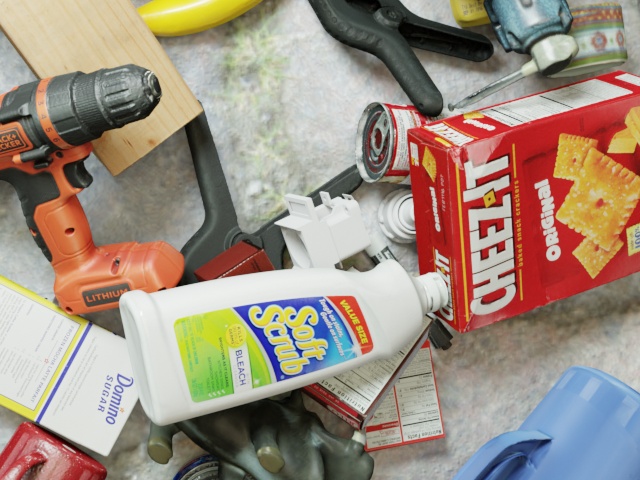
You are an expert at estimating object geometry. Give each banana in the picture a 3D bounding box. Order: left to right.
[{"bbox_3d":[-0.073,-0.227,0.912,0.197,0.037,0.070,-44,71,-10],"label":"banana"}]

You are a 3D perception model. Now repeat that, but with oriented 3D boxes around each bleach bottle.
[{"bbox_3d":[-0.019,0.060,0.816,0.250,0.068,0.102,-14,102,-20],"label":"bleach bottle"}]

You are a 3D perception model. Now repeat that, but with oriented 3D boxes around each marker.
[{"bbox_3d":[0.077,0.046,0.934,0.020,0.020,0.121,-37,94,-9],"label":"marker"}]

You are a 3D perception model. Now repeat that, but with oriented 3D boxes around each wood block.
[{"bbox_3d":[-0.192,-0.164,0.825,0.090,0.091,0.206,-38,116,-9],"label":"wood block"}]

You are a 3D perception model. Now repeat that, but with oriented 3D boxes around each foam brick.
[{"bbox_3d":[-0.056,0.047,0.862,0.053,0.051,0.078,-33,108,-14],"label":"foam brick"}]

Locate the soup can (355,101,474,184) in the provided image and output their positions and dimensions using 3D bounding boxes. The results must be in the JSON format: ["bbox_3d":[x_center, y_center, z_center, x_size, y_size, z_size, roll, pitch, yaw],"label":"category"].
[{"bbox_3d":[0.089,-0.080,0.905,0.102,0.069,0.068,1,88,-23],"label":"soup can"}]

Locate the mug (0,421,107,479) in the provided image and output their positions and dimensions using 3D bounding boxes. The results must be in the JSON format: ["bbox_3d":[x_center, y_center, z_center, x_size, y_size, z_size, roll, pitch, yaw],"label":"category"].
[{"bbox_3d":[-0.225,0.194,0.834,0.093,0.117,0.081,28,78,16],"label":"mug"}]

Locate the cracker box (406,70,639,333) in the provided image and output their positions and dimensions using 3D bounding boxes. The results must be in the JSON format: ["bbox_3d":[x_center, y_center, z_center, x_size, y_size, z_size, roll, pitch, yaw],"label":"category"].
[{"bbox_3d":[0.186,-0.034,0.884,0.213,0.072,0.164,-17,115,-20],"label":"cracker box"}]

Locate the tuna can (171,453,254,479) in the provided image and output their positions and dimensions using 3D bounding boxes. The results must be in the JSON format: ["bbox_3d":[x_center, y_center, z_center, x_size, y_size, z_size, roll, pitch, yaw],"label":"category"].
[{"bbox_3d":[-0.087,0.223,0.894,0.086,0.034,0.086,0,88,-9],"label":"tuna can"}]

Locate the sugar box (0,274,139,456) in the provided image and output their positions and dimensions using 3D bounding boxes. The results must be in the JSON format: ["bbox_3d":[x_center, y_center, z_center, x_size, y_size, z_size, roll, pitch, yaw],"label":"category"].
[{"bbox_3d":[-0.230,0.095,0.870,0.176,0.048,0.093,30,83,-11],"label":"sugar box"}]

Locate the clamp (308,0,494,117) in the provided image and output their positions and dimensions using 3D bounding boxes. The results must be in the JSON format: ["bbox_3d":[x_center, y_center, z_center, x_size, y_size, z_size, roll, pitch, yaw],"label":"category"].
[{"bbox_3d":[0.066,-0.182,0.915,0.171,0.039,0.120,43,43,12],"label":"clamp"}]

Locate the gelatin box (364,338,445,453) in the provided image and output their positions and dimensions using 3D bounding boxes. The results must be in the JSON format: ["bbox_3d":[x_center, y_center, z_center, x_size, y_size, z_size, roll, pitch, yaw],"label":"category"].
[{"bbox_3d":[0.063,0.133,0.923,0.073,0.030,0.089,-9,89,-11],"label":"gelatin box"}]

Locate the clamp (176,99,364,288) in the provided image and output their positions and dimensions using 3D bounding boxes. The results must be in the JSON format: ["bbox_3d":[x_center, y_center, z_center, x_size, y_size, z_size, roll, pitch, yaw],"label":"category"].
[{"bbox_3d":[-0.056,0.001,0.905,0.164,0.036,0.210,13,89,-15],"label":"clamp"}]

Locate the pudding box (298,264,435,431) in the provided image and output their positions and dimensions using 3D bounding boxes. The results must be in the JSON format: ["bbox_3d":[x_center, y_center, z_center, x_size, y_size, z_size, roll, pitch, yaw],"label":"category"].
[{"bbox_3d":[0.028,0.087,0.886,0.090,0.039,0.113,34,64,12],"label":"pudding box"}]

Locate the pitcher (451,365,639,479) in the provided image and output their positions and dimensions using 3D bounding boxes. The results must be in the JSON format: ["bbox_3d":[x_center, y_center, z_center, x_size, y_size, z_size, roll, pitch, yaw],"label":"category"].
[{"bbox_3d":[0.181,0.221,0.888,0.145,0.149,0.242,37,79,12],"label":"pitcher"}]

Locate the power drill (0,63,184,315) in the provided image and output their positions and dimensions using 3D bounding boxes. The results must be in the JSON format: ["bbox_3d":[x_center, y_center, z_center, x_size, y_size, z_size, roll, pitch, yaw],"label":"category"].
[{"bbox_3d":[-0.174,-0.037,0.803,0.185,0.057,0.187,-11,122,21],"label":"power drill"}]
